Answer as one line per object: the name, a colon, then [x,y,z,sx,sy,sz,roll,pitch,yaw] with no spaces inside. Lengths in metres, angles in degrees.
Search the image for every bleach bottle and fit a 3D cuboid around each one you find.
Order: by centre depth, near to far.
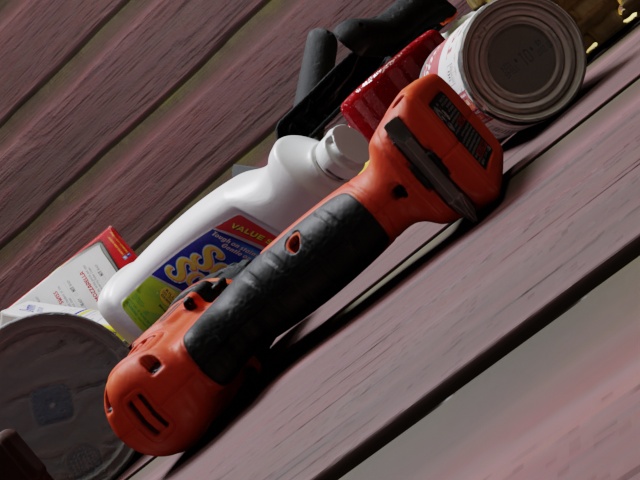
bleach bottle: [-0.055,0.001,0.724,0.251,0.102,0.068,-44,4,42]

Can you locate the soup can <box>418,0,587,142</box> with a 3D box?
soup can: [0.096,-0.089,0.579,0.068,0.068,0.102,-40,3,-5]

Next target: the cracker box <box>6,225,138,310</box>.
cracker box: [-0.253,0.115,1.139,0.213,0.164,0.072,-40,-1,-9]

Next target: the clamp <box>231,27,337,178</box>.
clamp: [-0.025,-0.046,0.837,0.165,0.036,0.210,-53,30,40]

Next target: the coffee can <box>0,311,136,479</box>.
coffee can: [-0.165,0.104,0.636,0.102,0.103,0.140,-41,2,-23]

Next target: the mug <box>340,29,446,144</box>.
mug: [0.059,-0.073,0.690,0.117,0.081,0.093,-39,2,20]

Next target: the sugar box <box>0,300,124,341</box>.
sugar box: [-0.217,0.095,1.050,0.093,0.176,0.048,-52,-33,-86]

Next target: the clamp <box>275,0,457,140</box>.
clamp: [0.043,-0.137,0.734,0.171,0.039,0.120,-44,0,-30]

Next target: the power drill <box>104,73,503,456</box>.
power drill: [-0.003,0.006,0.488,0.188,0.057,0.184,-42,5,18]
